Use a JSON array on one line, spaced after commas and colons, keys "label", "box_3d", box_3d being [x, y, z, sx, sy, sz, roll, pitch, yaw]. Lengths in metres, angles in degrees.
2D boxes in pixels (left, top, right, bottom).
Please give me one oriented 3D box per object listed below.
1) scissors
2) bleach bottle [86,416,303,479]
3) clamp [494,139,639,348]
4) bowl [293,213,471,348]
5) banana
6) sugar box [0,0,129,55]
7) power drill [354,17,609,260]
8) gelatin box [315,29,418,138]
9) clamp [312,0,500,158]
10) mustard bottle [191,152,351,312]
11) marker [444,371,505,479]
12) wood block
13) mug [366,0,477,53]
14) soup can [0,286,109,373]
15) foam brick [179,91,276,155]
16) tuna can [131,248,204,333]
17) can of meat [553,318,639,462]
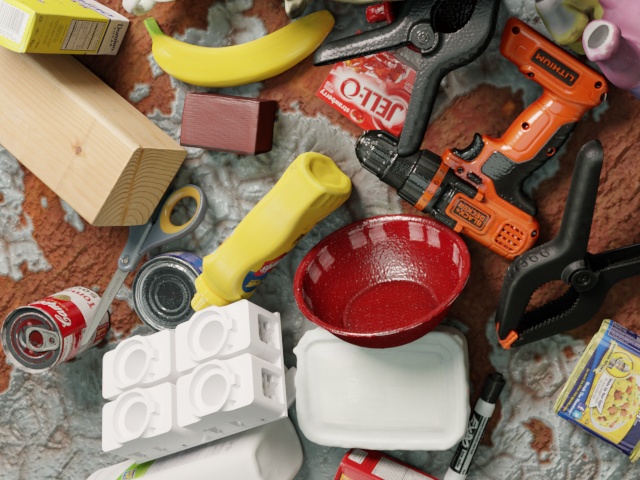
[{"label": "scissors", "box_3d": [-0.171, 0.018, 1.054, 0.096, 0.016, 0.202, 12, 84, 25]}, {"label": "bleach bottle", "box_3d": [-0.148, 0.241, 1.089, 0.251, 0.102, 0.068, -17, 100, 26]}, {"label": "clamp", "box_3d": [0.237, 0.024, 0.936, 0.164, 0.036, 0.210, 25, 121, -18]}, {"label": "bowl", "box_3d": [0.059, 0.047, 0.969, 0.162, 0.162, 0.055, -2, 131, 18]}, {"label": "banana", "box_3d": [-0.082, -0.181, 1.016, 0.198, 0.037, 0.069, 2, 101, 17]}, {"label": "sugar box", "box_3d": [-0.260, -0.211, 0.993, 0.093, 0.176, 0.048, 29, 109, 10]}, {"label": "power drill", "box_3d": [0.146, -0.097, 0.938, 0.184, 0.057, 0.188, 31, 110, -3]}, {"label": "gelatin box", "box_3d": [0.052, -0.139, 0.984, 0.089, 0.030, 0.073, 38, 108, 8]}, {"label": "clamp", "box_3d": [0.077, -0.167, 0.879, 0.120, 0.039, 0.171, 38, 102, 3]}, {"label": "mustard bottle", "box_3d": [-0.056, 0.002, 1.008, 0.058, 0.096, 0.192, 47, 109, 4]}, {"label": "marker", "box_3d": [0.147, 0.180, 1.016, 0.020, 0.020, 0.121, 23, 106, 12]}, {"label": "wood block", "box_3d": [-0.243, -0.110, 1.033, 0.206, 0.090, 0.091, 40, 108, 19]}, {"label": "mug", "box_3d": [0.098, -0.205, 0.931, 0.117, 0.081, 0.093, -10, 96, 19]}, {"label": "soup can", "box_3d": [-0.268, 0.089, 1.087, 0.069, 0.102, 0.068, 3, 100, 17]}, {"label": "foam brick", "box_3d": [-0.088, -0.113, 1.022, 0.078, 0.053, 0.051, 8, 102, 15]}, {"label": "tuna can", "box_3d": [-0.147, 0.053, 1.079, 0.086, 0.033, 0.086, 3, 100, 17]}, {"label": "can of meat", "box_3d": [0.267, 0.131, 0.950, 0.084, 0.057, 0.102, 29, 106, 13]}]
